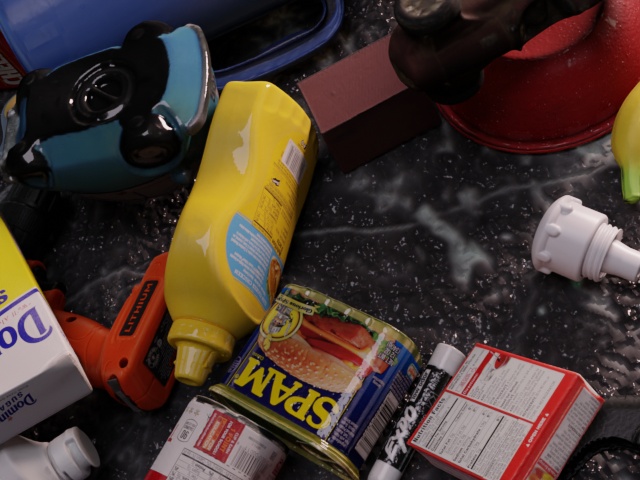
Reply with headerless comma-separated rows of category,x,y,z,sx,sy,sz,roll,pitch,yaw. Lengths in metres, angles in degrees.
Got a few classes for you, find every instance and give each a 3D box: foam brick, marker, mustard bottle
foam brick,0.033,-0.093,0.725,0.078,0.053,0.051,-27,56,5
marker,0.049,0.115,0.620,0.020,0.020,0.121,21,72,30
mustard bottle,-0.055,0.001,0.680,0.058,0.096,0.191,5,64,23

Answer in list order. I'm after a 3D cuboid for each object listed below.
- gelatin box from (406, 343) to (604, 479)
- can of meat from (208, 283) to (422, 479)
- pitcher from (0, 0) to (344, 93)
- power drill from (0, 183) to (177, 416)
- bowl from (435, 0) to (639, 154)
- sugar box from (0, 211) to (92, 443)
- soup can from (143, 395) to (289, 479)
gelatin box,0.099,0.100,0.582,0.073,0.030,0.089,-54,28,-13
can of meat,-0.001,0.082,0.637,0.102,0.057,0.084,24,70,31
pitcher,-0.109,-0.190,0.789,0.243,0.145,0.149,-28,47,2
power drill,-0.172,0.037,0.731,0.188,0.057,0.184,5,60,26
bowl,0.144,-0.139,0.706,0.162,0.055,0.162,-9,59,16
sugar box,-0.219,0.047,0.669,0.093,0.048,0.176,-30,47,-12
soup can,-0.070,0.150,0.618,0.069,0.068,0.102,20,70,29
